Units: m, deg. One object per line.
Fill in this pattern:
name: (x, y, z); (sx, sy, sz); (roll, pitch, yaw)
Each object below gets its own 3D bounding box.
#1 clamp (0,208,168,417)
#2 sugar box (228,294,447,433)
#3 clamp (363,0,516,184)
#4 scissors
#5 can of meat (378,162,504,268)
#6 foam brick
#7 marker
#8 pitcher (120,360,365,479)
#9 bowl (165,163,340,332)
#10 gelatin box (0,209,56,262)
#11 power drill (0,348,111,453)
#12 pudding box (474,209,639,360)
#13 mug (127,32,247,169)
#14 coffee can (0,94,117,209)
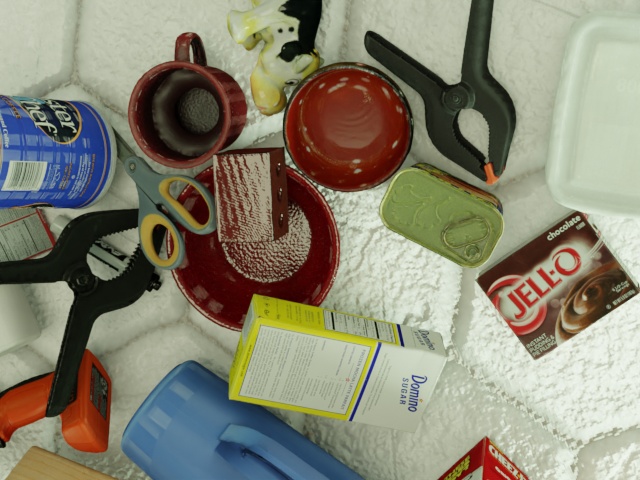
clamp: (-0.218, 0.048, 0.977); (0.209, 0.036, 0.164); (-34, 101, -19)
sugar box: (0.014, 0.111, 0.951); (0.176, 0.048, 0.093); (12, 119, -14)
clamp: (0.126, -0.134, 0.917); (0.120, 0.039, 0.171); (-30, 97, 33)
scissors: (-0.170, -0.046, 0.974); (0.202, 0.016, 0.096); (31, 105, 31)
can of meat: (0.108, -0.025, 0.921); (0.102, 0.084, 0.057); (27, 104, 6)
foam brick: (-0.059, -0.039, 0.913); (0.051, 0.053, 0.078); (-1, 100, 12)
marker: (-0.206, 0.014, 1.029); (0.121, 0.020, 0.020); (31, 105, 5)
pitcher: (-0.058, 0.217, 0.974); (0.243, 0.144, 0.149); (37, 107, 7)
bowl: (-0.056, 0.001, 0.976); (0.162, 0.055, 0.162); (2, 100, 12)
gelatin box: (-0.300, -0.010, 1.008); (0.030, 0.089, 0.073); (-24, 95, 30)
power drill: (-0.295, 0.186, 1.010); (0.188, 0.184, 0.057); (-17, 133, 8)
pudding box: (0.207, 0.037, 0.934); (0.114, 0.039, 0.090); (-37, 90, 16)
mug: (-0.114, -0.126, 0.951); (0.093, 0.081, 0.117); (-2, 100, 12)
coffee can: (-0.267, -0.078, 0.948); (0.103, 0.140, 0.103); (2, 93, 36)
